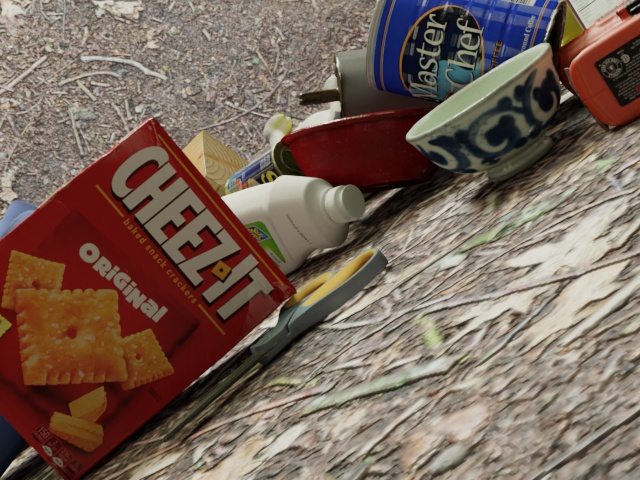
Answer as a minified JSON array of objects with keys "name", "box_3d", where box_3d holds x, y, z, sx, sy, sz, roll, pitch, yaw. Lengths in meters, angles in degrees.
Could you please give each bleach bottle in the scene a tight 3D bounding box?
[{"name":"bleach bottle","box_3d":[-0.056,0.001,0.960,0.251,0.102,0.068,-17,38,42]}]

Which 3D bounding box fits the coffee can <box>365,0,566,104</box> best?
[{"name":"coffee can","box_3d":[0.120,-0.159,0.876,0.140,0.103,0.102,15,29,16]}]

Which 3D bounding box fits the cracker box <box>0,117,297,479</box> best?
[{"name":"cracker box","box_3d":[-0.149,0.041,0.756,0.213,0.164,0.072,-40,11,-5]}]

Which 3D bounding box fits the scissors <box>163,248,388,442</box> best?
[{"name":"scissors","box_3d":[-0.037,0.069,0.733,0.201,0.016,0.096,-37,8,-18]}]

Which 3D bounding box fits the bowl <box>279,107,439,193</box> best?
[{"name":"bowl","box_3d":[0.048,-0.073,0.938,0.162,0.055,0.162,-8,-2,-1]}]

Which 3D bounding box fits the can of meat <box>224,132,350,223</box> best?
[{"name":"can of meat","box_3d":[-0.031,-0.039,1.018,0.084,0.102,0.057,-29,11,44]}]
